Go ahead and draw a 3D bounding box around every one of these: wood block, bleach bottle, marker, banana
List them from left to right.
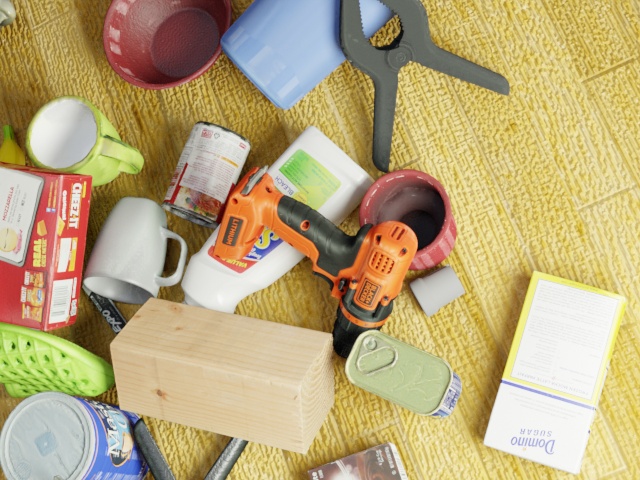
[{"bbox_3d":[-0.413,-0.044,1.273,0.198,0.037,0.070,-50,50,-2],"label":"banana"},{"bbox_3d":[-0.226,0.091,1.187,0.020,0.020,0.121,-41,68,3],"label":"marker"},{"bbox_3d":[-0.097,0.134,1.081,0.206,0.090,0.091,10,124,19],"label":"wood block"},{"bbox_3d":[-0.057,0.001,1.138,0.103,0.068,0.251,43,93,20],"label":"bleach bottle"}]

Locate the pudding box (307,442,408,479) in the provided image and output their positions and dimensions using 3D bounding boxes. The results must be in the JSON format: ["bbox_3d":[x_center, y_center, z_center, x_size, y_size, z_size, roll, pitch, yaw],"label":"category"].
[{"bbox_3d":[0.048,0.265,1.046,0.090,0.039,0.113,-22,70,11],"label":"pudding box"}]

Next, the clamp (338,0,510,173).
[{"bbox_3d":[0.092,-0.193,1.104,0.164,0.036,0.210,-26,109,3],"label":"clamp"}]

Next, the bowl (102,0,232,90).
[{"bbox_3d":[-0.168,-0.241,1.237,0.162,0.055,0.162,-5,74,17],"label":"bowl"}]

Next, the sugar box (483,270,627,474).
[{"bbox_3d":[0.226,0.127,1.027,0.093,0.048,0.176,16,84,20],"label":"sugar box"}]

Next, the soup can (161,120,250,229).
[{"bbox_3d":[-0.125,-0.072,1.173,0.069,0.068,0.102,18,81,20],"label":"soup can"}]

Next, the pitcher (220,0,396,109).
[{"bbox_3d":[0.003,-0.267,1.151,0.243,0.145,0.149,-44,67,5],"label":"pitcher"}]

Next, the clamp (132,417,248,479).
[{"bbox_3d":[-0.126,0.262,1.096,0.120,0.039,0.171,-6,84,0],"label":"clamp"}]

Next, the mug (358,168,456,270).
[{"bbox_3d":[0.084,-0.009,1.085,0.117,0.081,0.093,-41,68,3],"label":"mug"}]

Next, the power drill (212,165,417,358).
[{"bbox_3d":[-0.010,0.022,1.053,0.188,0.185,0.057,27,43,6],"label":"power drill"}]

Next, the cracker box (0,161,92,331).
[{"bbox_3d":[-0.358,-0.004,1.144,0.214,0.072,0.164,9,96,19],"label":"cracker box"}]

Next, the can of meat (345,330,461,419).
[{"bbox_3d":[0.084,0.134,1.046,0.102,0.084,0.057,22,83,21],"label":"can of meat"}]

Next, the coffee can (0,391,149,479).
[{"bbox_3d":[-0.247,0.214,1.096,0.103,0.140,0.103,-4,75,16],"label":"coffee can"}]
